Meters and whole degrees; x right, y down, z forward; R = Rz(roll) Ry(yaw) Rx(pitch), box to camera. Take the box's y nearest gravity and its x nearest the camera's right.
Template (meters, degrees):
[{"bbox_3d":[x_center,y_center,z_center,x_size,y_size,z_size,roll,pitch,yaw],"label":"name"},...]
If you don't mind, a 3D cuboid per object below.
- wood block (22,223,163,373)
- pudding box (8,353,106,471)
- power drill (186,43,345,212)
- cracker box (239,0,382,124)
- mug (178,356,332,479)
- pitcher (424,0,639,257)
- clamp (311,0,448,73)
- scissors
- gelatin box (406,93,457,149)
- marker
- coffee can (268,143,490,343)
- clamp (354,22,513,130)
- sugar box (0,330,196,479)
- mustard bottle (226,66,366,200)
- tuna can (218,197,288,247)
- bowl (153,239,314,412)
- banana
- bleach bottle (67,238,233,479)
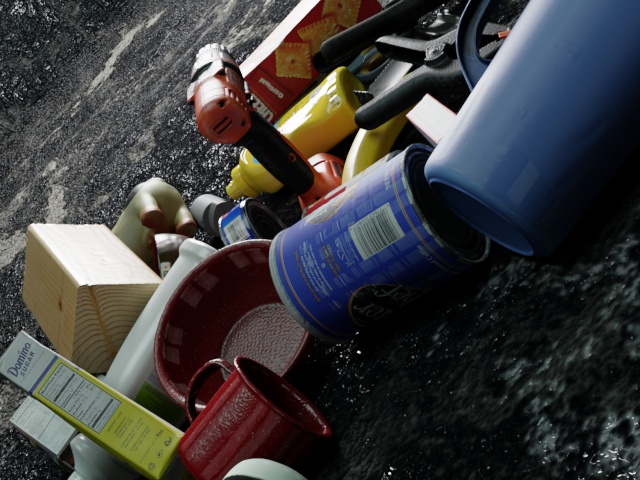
[{"bbox_3d":[-0.235,0.054,1.088,0.206,0.090,0.091,32,118,58],"label":"wood block"},{"bbox_3d":[-0.241,0.164,1.033,0.114,0.039,0.090,15,66,50],"label":"pudding box"},{"bbox_3d":[-0.053,-0.106,1.055,0.057,0.187,0.184,-42,26,17],"label":"power drill"},{"bbox_3d":[-0.038,-0.227,1.312,0.213,0.072,0.164,-46,14,-4],"label":"cracker box"},{"bbox_3d":[-0.059,0.140,0.800,0.117,0.093,0.081,41,96,27],"label":"mug"},{"bbox_3d":[0.173,-0.118,0.753,0.243,0.145,0.149,-54,21,-5],"label":"pitcher"},{"bbox_3d":[0.081,-0.238,1.140,0.210,0.036,0.164,-29,7,6],"label":"clamp"},{"bbox_3d":[0.028,-0.182,1.242,0.202,0.016,0.096,-38,26,22],"label":"scissors"},{"bbox_3d":[0.114,-0.076,0.865,0.030,0.073,0.089,-45,24,5],"label":"gelatin box"},{"bbox_3d":[-0.033,-0.168,1.322,0.121,0.020,0.020,-37,26,23],"label":"marker"},{"bbox_3d":[0.045,0.004,0.826,0.141,0.102,0.102,-33,28,31],"label":"coffee can"},{"bbox_3d":[0.112,-0.173,1.016,0.172,0.039,0.120,-16,50,24],"label":"clamp"},{"bbox_3d":[-0.180,0.147,0.888,0.176,0.093,0.048,26,72,19],"label":"sugar box"},{"bbox_3d":[-0.032,-0.106,1.178,0.192,0.058,0.096,-37,27,24],"label":"mustard bottle"},{"bbox_3d":[-0.057,0.001,1.025,0.034,0.086,0.086,-38,26,18],"label":"tuna can"},{"bbox_3d":[-0.062,0.081,0.912,0.162,0.055,0.162,-17,53,23],"label":"bowl"},{"bbox_3d":[0.063,-0.101,1.035,0.070,0.037,0.197,-7,47,58],"label":"banana"},{"bbox_3d":[-0.154,0.127,0.980,0.250,0.102,0.068,-54,32,-13],"label":"bleach bottle"}]
